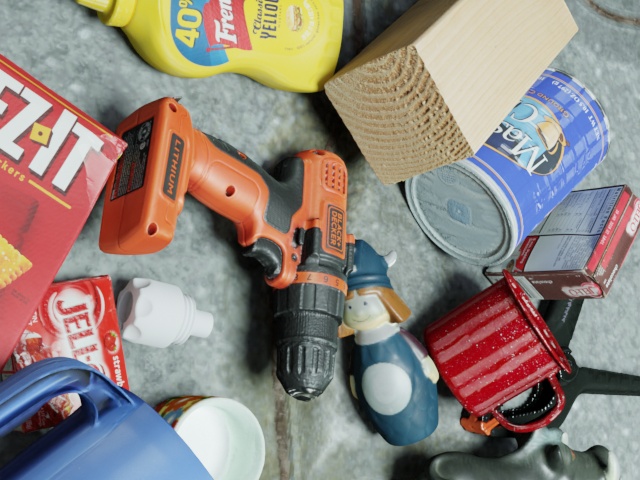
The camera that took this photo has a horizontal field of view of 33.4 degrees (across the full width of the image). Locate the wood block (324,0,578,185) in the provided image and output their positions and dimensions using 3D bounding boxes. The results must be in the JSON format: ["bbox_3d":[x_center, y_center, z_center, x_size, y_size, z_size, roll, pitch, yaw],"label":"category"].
[{"bbox_3d":[0.104,-0.140,0.810,0.091,0.090,0.205,57,46,-16],"label":"wood block"}]

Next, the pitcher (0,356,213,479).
[{"bbox_3d":[-0.167,0.183,0.537,0.242,0.145,0.149,-35,74,-29],"label":"pitcher"}]

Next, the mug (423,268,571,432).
[{"bbox_3d":[0.139,0.092,0.818,0.117,0.081,0.093,59,12,15],"label":"mug"}]

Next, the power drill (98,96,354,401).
[{"bbox_3d":[-0.055,0.001,0.710,0.187,0.057,0.184,26,56,-41],"label":"power drill"}]

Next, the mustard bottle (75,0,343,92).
[{"bbox_3d":[-0.077,-0.159,0.737,0.191,0.058,0.096,2,96,-33],"label":"mustard bottle"}]

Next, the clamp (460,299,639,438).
[{"bbox_3d":[0.197,0.094,0.905,0.209,0.036,0.164,-24,100,-30],"label":"clamp"}]

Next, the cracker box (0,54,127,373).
[{"bbox_3d":[-0.226,-0.012,0.588,0.164,0.072,0.213,36,56,-21],"label":"cracker box"}]

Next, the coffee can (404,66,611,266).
[{"bbox_3d":[0.150,-0.060,0.850,0.140,0.103,0.103,-41,107,-30],"label":"coffee can"}]

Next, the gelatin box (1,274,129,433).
[{"bbox_3d":[-0.163,0.070,0.674,0.073,0.030,0.089,-9,90,-34],"label":"gelatin box"}]

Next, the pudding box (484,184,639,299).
[{"bbox_3d":[0.199,0.003,0.870,0.039,0.114,0.090,45,64,-26],"label":"pudding box"}]
